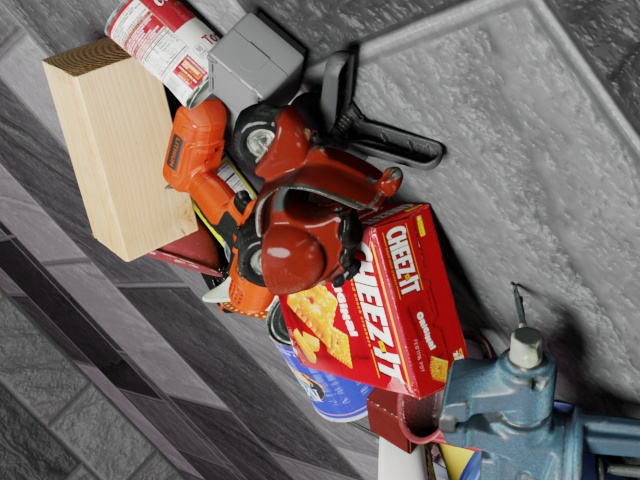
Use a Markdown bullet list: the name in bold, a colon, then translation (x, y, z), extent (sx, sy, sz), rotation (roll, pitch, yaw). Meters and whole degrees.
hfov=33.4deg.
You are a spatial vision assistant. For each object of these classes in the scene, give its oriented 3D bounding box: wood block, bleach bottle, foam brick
- **wood block**: translation (-0.206, -0.097, 1.110), extent (0.090, 0.090, 0.206), rotation (29, 138, 49)
- **bleach bottle**: translation (0.094, 0.248, 1.147), extent (0.251, 0.068, 0.102), rotation (-91, -19, -55)
- **foam brick**: translation (0.084, 0.172, 1.097), extent (0.051, 0.053, 0.078), rotation (28, 152, 23)

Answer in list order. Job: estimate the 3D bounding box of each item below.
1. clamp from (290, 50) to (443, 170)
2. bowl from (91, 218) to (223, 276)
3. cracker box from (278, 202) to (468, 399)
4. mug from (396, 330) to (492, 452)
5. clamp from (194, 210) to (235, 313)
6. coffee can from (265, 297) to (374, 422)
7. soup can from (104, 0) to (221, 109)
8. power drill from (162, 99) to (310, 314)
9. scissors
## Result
- **clamp**: translation (0.014, -0.101, 0.875), extent (0.172, 0.039, 0.120), rotation (1, 133, 55)
- **bowl**: translation (-0.184, -0.006, 1.257), extent (0.162, 0.055, 0.162), rotation (17, 174, 2)
- **cracker box**: translation (0.034, 0.050, 1.009), extent (0.214, 0.072, 0.164), rotation (5, 115, 59)
- **mug**: translation (0.135, 0.145, 1.025), extent (0.081, 0.117, 0.093), rotation (19, 166, -28)
- **clamp**: translation (-0.122, 0.032, 1.366), extent (0.164, 0.036, 0.210), rotation (42, 155, 6)
- **coffee can**: translation (0.012, 0.125, 1.214), extent (0.103, 0.102, 0.140), rotation (21, 150, 44)
- **soup can**: translation (-0.133, -0.175, 0.956), extent (0.102, 0.068, 0.069), rotation (43, 159, -1)
- **power drill**: translation (-0.081, -0.048, 1.020), extent (0.188, 0.057, 0.185), rotation (56, 142, 31)
- **scissors**: translation (0.097, 0.259, 1.334), extent (0.096, 0.016, 0.201), rotation (25, 175, 46)
